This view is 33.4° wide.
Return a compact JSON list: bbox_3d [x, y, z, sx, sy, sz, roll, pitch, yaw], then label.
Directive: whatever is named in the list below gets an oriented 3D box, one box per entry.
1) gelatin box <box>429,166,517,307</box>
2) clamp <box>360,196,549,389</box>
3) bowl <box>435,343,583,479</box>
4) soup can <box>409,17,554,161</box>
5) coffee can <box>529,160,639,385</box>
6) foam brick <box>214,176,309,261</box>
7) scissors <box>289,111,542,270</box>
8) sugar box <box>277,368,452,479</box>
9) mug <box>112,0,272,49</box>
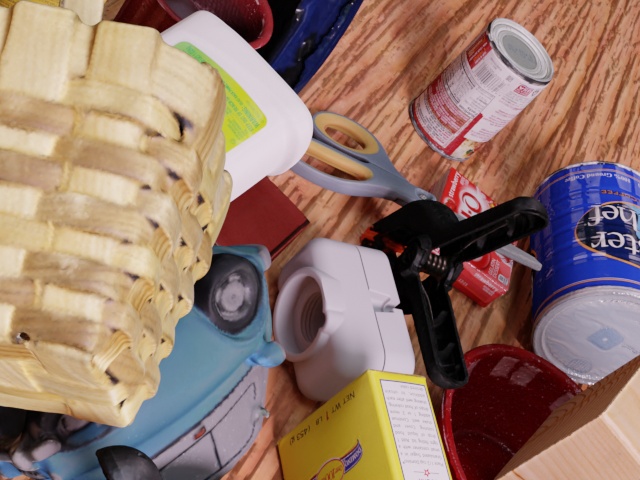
[{"bbox_3d":[0.110,-0.003,0.797,0.073,0.030,0.089,37,40,-10],"label":"gelatin box"},{"bbox_3d":[0.077,0.009,0.673,0.039,0.120,0.172,33,7,-28],"label":"clamp"},{"bbox_3d":[0.122,0.147,0.659,0.162,0.055,0.162,23,44,-25],"label":"bowl"},{"bbox_3d":[0.129,-0.121,0.858,0.068,0.102,0.068,23,44,-25],"label":"soup can"},{"bbox_3d":[0.210,0.023,0.805,0.102,0.103,0.140,30,42,-19],"label":"coffee can"},{"bbox_3d":[-0.054,0.001,0.632,0.051,0.053,0.078,46,38,0],"label":"foam brick"},{"bbox_3d":[0.065,-0.041,0.770,0.201,0.016,0.096,20,37,-10],"label":"scissors"},{"bbox_3d":[0.031,0.164,0.534,0.048,0.093,0.176,14,48,-32],"label":"sugar box"},{"bbox_3d":[-0.086,-0.139,0.702,0.093,0.082,0.117,42,39,-5],"label":"mug"}]
